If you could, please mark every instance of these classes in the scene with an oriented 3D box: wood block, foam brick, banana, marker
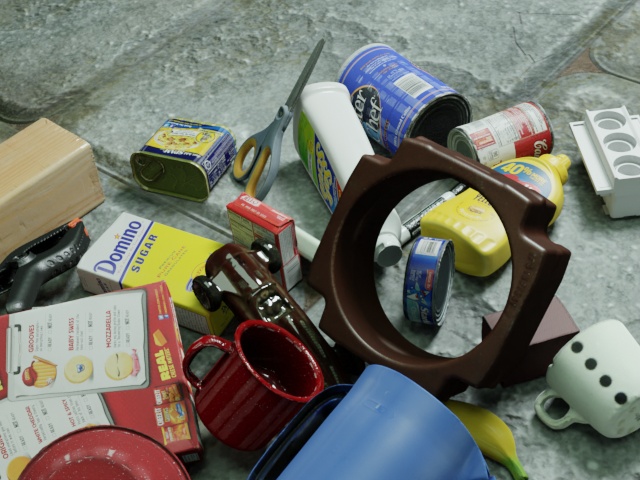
[{"bbox_3d":[-0.356,-0.040,1.201,0.091,0.090,0.205,29,53,32],"label":"wood block"},{"bbox_3d":[0.197,0.094,1.003,0.078,0.053,0.051,-14,43,-8],"label":"foam brick"},{"bbox_3d":[0.086,0.170,0.948,0.198,0.037,0.069,3,43,12],"label":"banana"},{"bbox_3d":[0.123,-0.031,1.176,0.121,0.020,0.020,-35,49,-28],"label":"marker"}]

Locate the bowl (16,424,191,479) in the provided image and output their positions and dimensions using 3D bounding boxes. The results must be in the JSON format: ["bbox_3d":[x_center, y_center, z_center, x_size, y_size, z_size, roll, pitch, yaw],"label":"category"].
[{"bbox_3d":[-0.181,0.225,0.862,0.162,0.055,0.162,0,70,-1],"label":"bowl"}]

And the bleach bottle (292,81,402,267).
[{"bbox_3d":[0.034,-0.067,1.165,0.068,0.103,0.251,-9,41,-15],"label":"bleach bottle"}]

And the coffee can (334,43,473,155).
[{"bbox_3d":[0.095,-0.157,1.255,0.102,0.103,0.140,-29,47,-22],"label":"coffee can"}]

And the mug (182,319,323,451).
[{"bbox_3d":[-0.067,0.125,0.934,0.117,0.082,0.093,30,27,-20],"label":"mug"}]

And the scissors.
[{"bbox_3d":[-0.053,-0.140,1.230,0.016,0.202,0.096,18,4,-35],"label":"scissors"}]

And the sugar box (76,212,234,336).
[{"bbox_3d":[-0.161,0.033,1.125,0.176,0.048,0.093,18,51,23],"label":"sugar box"}]

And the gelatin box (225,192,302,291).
[{"bbox_3d":[-0.057,0.001,1.113,0.073,0.089,0.030,29,53,33],"label":"gelatin box"}]

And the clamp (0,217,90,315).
[{"bbox_3d":[-0.324,0.037,1.131,0.165,0.036,0.209,-8,24,26],"label":"clamp"}]

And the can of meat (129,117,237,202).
[{"bbox_3d":[-0.159,-0.099,1.262,0.102,0.057,0.083,12,44,21],"label":"can of meat"}]

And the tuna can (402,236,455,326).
[{"bbox_3d":[0.107,0.040,1.051,0.034,0.086,0.086,8,44,17],"label":"tuna can"}]

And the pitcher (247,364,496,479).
[{"bbox_3d":[0.003,0.218,0.811,0.145,0.149,0.242,44,72,4],"label":"pitcher"}]

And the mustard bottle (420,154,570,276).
[{"bbox_3d":[0.203,-0.039,1.145,0.191,0.058,0.096,-35,44,-28],"label":"mustard bottle"}]

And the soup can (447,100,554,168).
[{"bbox_3d":[0.204,-0.112,1.214,0.102,0.068,0.069,-21,44,-17],"label":"soup can"}]

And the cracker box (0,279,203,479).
[{"bbox_3d":[-0.225,0.142,0.963,0.213,0.072,0.164,-13,67,-6],"label":"cracker box"}]
